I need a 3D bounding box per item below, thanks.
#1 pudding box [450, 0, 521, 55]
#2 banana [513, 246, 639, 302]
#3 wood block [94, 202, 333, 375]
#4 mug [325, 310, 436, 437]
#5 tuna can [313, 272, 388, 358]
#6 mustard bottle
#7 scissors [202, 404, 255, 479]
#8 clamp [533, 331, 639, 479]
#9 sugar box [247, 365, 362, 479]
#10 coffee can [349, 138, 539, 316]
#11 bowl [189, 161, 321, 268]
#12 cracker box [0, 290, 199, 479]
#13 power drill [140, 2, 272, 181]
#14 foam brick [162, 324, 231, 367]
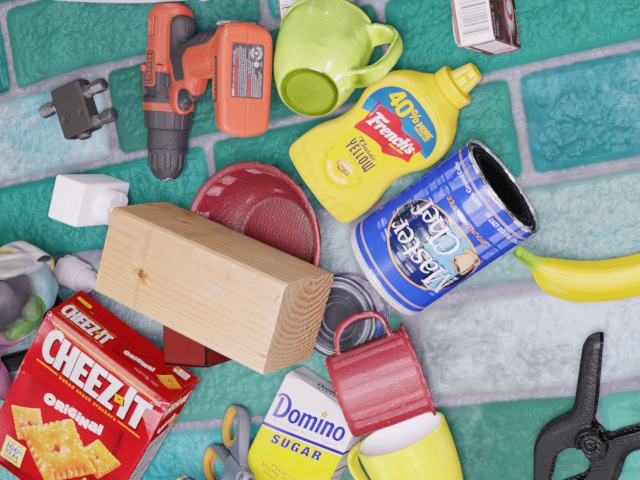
[{"bbox_3d":[0.144,-0.226,0.951,0.039,0.089,0.113,-5,92,27],"label":"pudding box"},{"bbox_3d":[0.272,0.022,0.925,0.198,0.069,0.037,-10,53,17],"label":"banana"},{"bbox_3d":[-0.104,0.040,1.021,0.206,0.090,0.091,23,106,27],"label":"wood block"},{"bbox_3d":[0.051,0.123,1.000,0.081,0.093,0.117,-20,100,0],"label":"mug"},{"bbox_3d":[0.022,0.075,1.060,0.086,0.033,0.086,2,95,25],"label":"tuna can"},{"bbox_3d":[0.070,-0.105,1.010,0.192,0.058,0.096,-35,94,22],"label":"mustard bottle"},{"bbox_3d":[-0.072,0.218,1.062,0.202,0.016,0.096,-2,71,63],"label":"scissors"},{"bbox_3d":[0.242,0.168,0.961,0.172,0.039,0.120,-46,74,21],"label":"clamp"},{"bbox_3d":[-0.026,0.227,1.086,0.093,0.048,0.176,30,106,21],"label":"sugar box"},{"bbox_3d":[0.112,-0.011,0.973,0.140,0.102,0.103,-37,78,22],"label":"coffee can"},{"bbox_3d":[-0.057,0.001,1.075,0.162,0.055,0.162,3,95,31],"label":"bowl"},{"bbox_3d":[-0.251,0.188,1.143,0.164,0.072,0.214,35,118,8],"label":"cracker box"},{"bbox_3d":[-0.121,-0.145,1.057,0.188,0.057,0.184,13,104,53],"label":"power drill"},{"bbox_3d":[-0.121,0.100,1.104,0.053,0.078,0.051,0,93,23],"label":"foam brick"}]
